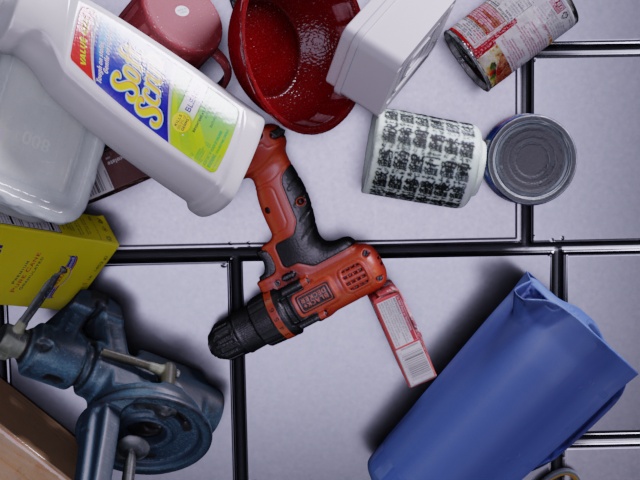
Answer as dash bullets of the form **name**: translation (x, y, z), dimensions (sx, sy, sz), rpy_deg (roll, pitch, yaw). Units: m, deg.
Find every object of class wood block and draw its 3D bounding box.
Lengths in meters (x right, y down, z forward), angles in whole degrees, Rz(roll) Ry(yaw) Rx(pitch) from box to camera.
- **wood block**: translation (-0.309, 0.189, 0.983), dimensions (0.206, 0.091, 0.090), rpy_deg (40, 95, -5)

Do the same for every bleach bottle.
- **bleach bottle**: translation (-0.168, -0.124, 0.850), dimensions (0.250, 0.068, 0.102), rpy_deg (33, 63, -24)

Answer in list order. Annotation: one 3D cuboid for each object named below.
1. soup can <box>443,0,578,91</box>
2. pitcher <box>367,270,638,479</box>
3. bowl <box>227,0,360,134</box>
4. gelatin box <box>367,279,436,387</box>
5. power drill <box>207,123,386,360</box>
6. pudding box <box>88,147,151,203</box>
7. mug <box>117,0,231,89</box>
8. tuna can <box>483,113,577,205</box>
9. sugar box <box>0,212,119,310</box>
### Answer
- **soup can**: translation (0.172, -0.192, 0.962), dimensions (0.102, 0.068, 0.068), rpy_deg (-37, 95, 2)
- **pitcher**: translation (0.166, 0.161, 0.978), dimensions (0.149, 0.145, 0.243), rpy_deg (43, 97, 7)
- **bowl**: translation (-0.030, -0.173, 0.943), dimensions (0.055, 0.161, 0.162), rpy_deg (1, 98, 43)
- **gelatin box**: translation (0.074, 0.084, 0.987), dimensions (0.030, 0.073, 0.089), rpy_deg (-23, 95, 0)
- **power drill**: translation (-0.056, 0.001, 0.982), dimensions (0.184, 0.057, 0.187), rpy_deg (-28, 96, 11)
- **pudding box**: translation (-0.175, -0.066, 0.959), dimensions (0.113, 0.090, 0.039), rpy_deg (-21, 94, 2)
- **mug**: translation (-0.129, -0.168, 0.935), dimensions (0.117, 0.093, 0.082), rpy_deg (37, 136, -16)
- **tuna can**: translation (0.194, -0.075, 0.992), dimensions (0.086, 0.034, 0.086), rpy_deg (0, 96, -1)
- **sugar box**: translation (-0.271, 0.012, 0.920), dimensions (0.093, 0.175, 0.048), rpy_deg (-50, 58, 23)
